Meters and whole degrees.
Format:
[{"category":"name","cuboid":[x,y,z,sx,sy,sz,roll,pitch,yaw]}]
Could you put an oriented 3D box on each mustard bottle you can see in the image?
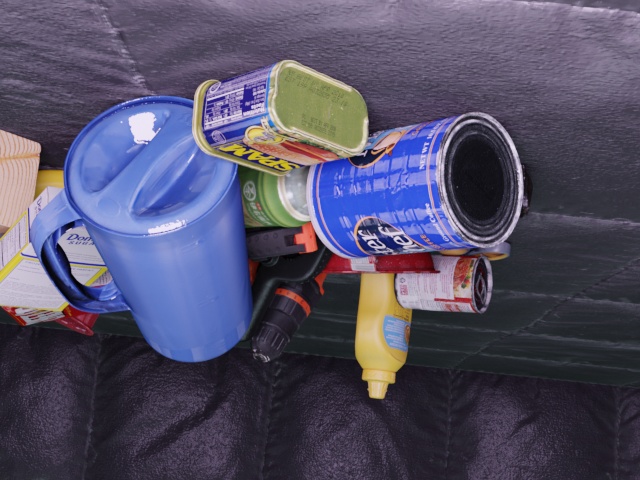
[{"category":"mustard bottle","cuboid":[0.079,0.100,1.325,0.058,0.191,0.096,0,168,27]}]

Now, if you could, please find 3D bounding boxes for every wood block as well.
[{"category":"wood block","cuboid":[-0.380,-0.056,1.044,0.207,0.090,0.090,-3,166,37]}]

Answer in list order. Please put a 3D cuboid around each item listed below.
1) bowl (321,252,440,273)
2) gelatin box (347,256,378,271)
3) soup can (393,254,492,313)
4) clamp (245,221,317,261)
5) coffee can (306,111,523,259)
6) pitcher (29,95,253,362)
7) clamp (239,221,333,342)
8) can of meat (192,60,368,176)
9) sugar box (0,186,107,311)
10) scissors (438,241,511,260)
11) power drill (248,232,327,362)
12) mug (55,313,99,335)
[{"category":"bowl","cuboid":[0.054,0.010,1.197,0.162,0.055,0.162,1,178,0]},{"category":"gelatin box","cuboid":[0.046,-0.012,1.079,0.030,0.073,0.089,4,168,5]},{"category":"soup can","cuboid":[0.147,0.050,1.277,0.102,0.068,0.068,2,168,28]},{"category":"clamp","cuboid":[-0.069,0.004,1.034,0.120,0.039,0.172,-20,-175,-28]},{"category":"coffee can","cuboid":[0.073,-0.040,0.842,0.102,0.103,0.141,16,165,-42]},{"category":"pitcher","cuboid":[-0.131,0.008,0.895,0.149,0.145,0.243,11,148,11]},{"category":"clamp","cuboid":[-0.058,0.001,1.158,0.210,0.164,0.036,-33,170,39]},{"category":"can of meat","cuboid":[-0.027,-0.088,0.775,0.084,0.057,0.101,-9,163,44]},{"category":"sugar box","cuboid":[-0.250,0.011,1.006,0.093,0.048,0.177,10,147,-37]},{"category":"scissors","cuboid":[0.159,0.018,1.327,0.096,0.016,0.202,12,167,-23]},{"category":"power drill","cuboid":[-0.087,0.059,1.298,0.188,0.184,0.057,8,142,32]},{"category":"mug","cuboid":[-0.300,0.064,1.323,0.093,0.081,0.117,21,161,17]}]
